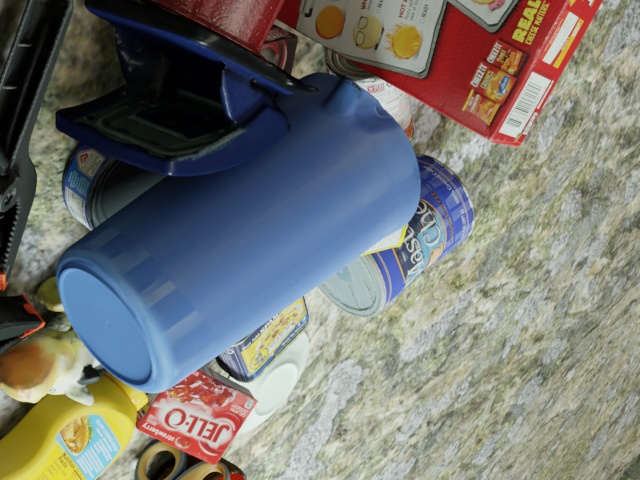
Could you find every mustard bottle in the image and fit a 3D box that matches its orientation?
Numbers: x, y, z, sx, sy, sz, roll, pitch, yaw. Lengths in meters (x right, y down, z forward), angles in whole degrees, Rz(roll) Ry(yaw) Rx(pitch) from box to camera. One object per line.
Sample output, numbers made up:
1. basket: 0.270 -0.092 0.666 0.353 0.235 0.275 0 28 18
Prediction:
1. mustard bottle: -0.204 0.163 0.839 0.191 0.058 0.096 -43 143 -22

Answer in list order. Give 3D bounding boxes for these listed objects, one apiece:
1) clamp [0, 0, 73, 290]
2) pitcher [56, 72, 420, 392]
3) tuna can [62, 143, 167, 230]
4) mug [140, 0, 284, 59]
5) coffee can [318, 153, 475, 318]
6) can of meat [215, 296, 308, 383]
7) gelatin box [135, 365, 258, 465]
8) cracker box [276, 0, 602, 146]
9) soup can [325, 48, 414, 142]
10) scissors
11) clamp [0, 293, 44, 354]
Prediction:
1. clamp: -0.194 -0.043 0.630 0.164 0.036 0.210 -61 175 -33
2. pitcher: -0.055 0.001 0.730 0.242 0.145 0.149 -37 112 -34
3. tuna can: -0.138 -0.043 0.750 0.086 0.034 0.086 -37 146 -30
4. mug: -0.070 -0.176 0.675 0.117 0.093 0.081 24 95 -24
5. coffee can: 0.066 -0.006 1.028 0.140 0.103 0.103 -37 146 -31
6. can of meat: -0.058 0.070 0.967 0.102 0.057 0.084 -44 152 -19
7. gelatin box: -0.111 0.151 0.955 0.089 0.030 0.073 33 92 -27
8. cracker box: 0.086 -0.186 0.752 0.072 0.214 0.164 2 119 -59
9. soup can: 0.043 -0.124 0.906 0.068 0.069 0.102 -43 149 -21
10. scissors: -0.174 0.249 0.954 0.201 0.096 0.016 -30 145 -24
11. clamp: -0.257 0.083 0.684 0.120 0.039 0.171 -35 173 34
